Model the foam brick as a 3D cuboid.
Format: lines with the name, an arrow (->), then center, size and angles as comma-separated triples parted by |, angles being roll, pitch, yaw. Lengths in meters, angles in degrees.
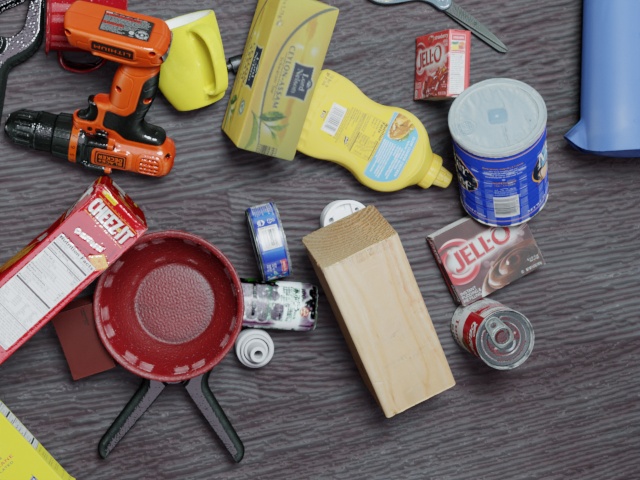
foam brick -> -0.253, 0.104, 1.172 | 0.053, 0.051, 0.078 | -16, 99, 10

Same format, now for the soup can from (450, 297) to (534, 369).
soup can -> 0.196, 0.105, 1.228 | 0.068, 0.102, 0.068 | -1, 96, -10

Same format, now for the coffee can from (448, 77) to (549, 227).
coffee can -> 0.198, -0.095, 1.174 | 0.103, 0.140, 0.103 | -6, 57, 10

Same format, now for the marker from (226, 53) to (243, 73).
marker -> -0.049, -0.214, 1.198 | 0.121, 0.020, 0.020 | -21, 99, -7

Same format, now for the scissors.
scissors -> 0.120, -0.267, 1.223 | 0.096, 0.016, 0.201 | -40, 100, -2

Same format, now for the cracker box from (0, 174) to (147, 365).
cracker box -> -0.282, 0.027, 1.109 | 0.213, 0.164, 0.072 | -43, 103, -3

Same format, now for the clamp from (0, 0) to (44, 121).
clamp -> -0.347, -0.199, 1.140 | 0.171, 0.039, 0.120 | -43, 105, -4

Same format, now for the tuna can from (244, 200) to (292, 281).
tuna can -> -0.058, 0.001, 1.184 | 0.033, 0.086, 0.086 | -14, 98, -6

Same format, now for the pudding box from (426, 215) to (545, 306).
pudding box -> 0.193, 0.012, 1.251 | 0.113, 0.039, 0.090 | -27, 99, -6

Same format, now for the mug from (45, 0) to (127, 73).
mug -> -0.250, -0.230, 1.134 | 0.081, 0.093, 0.117 | 2, 126, -15

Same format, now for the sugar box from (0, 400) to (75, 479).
sugar box -> -0.363, 0.238, 1.177 | 0.093, 0.048, 0.176 | -41, 102, -3

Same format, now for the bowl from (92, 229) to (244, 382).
bowl -> -0.161, 0.070, 1.157 | 0.162, 0.055, 0.162 | 0, 90, 0

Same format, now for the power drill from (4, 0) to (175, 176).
power drill -> -0.233, -0.154, 1.108 | 0.184, 0.057, 0.188 | 11, 136, -8

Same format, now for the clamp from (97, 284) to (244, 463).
clamp -> -0.173, 0.154, 1.205 | 0.164, 0.036, 0.210 | -4, 94, -7

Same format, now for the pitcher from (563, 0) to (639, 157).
pitcher -> 0.369, -0.216, 1.215 | 0.148, 0.145, 0.243 | -4, 94, -41

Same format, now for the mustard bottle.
mustard bottle -> 0.064, -0.110, 1.207 | 0.191, 0.058, 0.096 | 26, 91, -11

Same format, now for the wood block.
wood block -> 0.065, 0.079, 1.181 | 0.090, 0.091, 0.206 | -26, 117, -5

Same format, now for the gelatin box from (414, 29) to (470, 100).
gelatin box -> 0.135, -0.195, 1.195 | 0.030, 0.089, 0.073 | 0, 95, -20
